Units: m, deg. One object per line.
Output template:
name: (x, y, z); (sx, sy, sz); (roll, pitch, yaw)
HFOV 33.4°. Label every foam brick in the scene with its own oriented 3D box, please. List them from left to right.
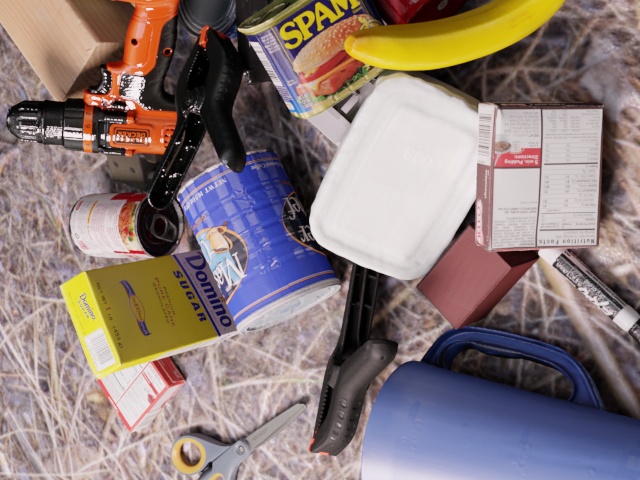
foam brick: (0.128, 0.026, 0.875); (0.051, 0.052, 0.078); (49, 121, 20)

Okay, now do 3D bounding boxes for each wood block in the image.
wood block: (-0.269, -0.243, 1.099); (0.206, 0.090, 0.091); (53, 124, 17)

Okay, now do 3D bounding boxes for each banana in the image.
banana: (0.114, -0.168, 0.816); (0.197, 0.069, 0.037); (-24, 44, -2)

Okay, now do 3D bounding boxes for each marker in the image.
marker: (0.220, 0.044, 0.832); (0.121, 0.020, 0.020); (45, 120, 22)

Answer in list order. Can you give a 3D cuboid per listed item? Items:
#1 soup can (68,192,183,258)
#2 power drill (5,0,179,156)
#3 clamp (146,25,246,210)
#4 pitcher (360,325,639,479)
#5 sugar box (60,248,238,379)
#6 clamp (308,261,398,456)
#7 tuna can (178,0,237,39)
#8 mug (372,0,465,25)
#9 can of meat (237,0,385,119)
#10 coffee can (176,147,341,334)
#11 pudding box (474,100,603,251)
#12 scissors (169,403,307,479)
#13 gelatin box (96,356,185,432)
soup can: (-0.201, -0.016, 1.098); (0.102, 0.068, 0.068); (1, 98, 36)
power drill: (-0.198, -0.169, 0.992); (0.057, 0.184, 0.188); (-105, 20, -61)
clamp: (-0.109, -0.108, 0.943); (0.120, 0.039, 0.171); (-25, 49, 32)
pitcher: (0.166, 0.169, 0.835); (0.243, 0.144, 0.149); (8, 114, 31)
sugar box: (-0.153, 0.064, 1.008); (0.048, 0.175, 0.093); (-28, 81, 37)
clamp: (0.027, 0.105, 0.944); (0.036, 0.164, 0.210); (11, 130, -8)
tuna can: (-0.098, -0.233, 1.010); (0.086, 0.033, 0.086); (6, 101, 35)
mug: (0.064, -0.209, 0.863); (0.117, 0.093, 0.081); (-45, 76, 30)
can of meat: (0.001, -0.156, 0.832); (0.084, 0.102, 0.057); (59, 168, -21)
coffee can: (-0.056, 0.001, 0.974); (0.103, 0.102, 0.140); (-33, 77, 35)
pudding box: (0.167, -0.049, 0.815); (0.039, 0.090, 0.113); (-133, 43, -75)
scissors: (-0.093, 0.201, 1.086); (0.096, 0.016, 0.202); (45, 120, 22)
gelatin box: (-0.192, 0.149, 1.141); (0.073, 0.030, 0.089); (52, 122, 19)
